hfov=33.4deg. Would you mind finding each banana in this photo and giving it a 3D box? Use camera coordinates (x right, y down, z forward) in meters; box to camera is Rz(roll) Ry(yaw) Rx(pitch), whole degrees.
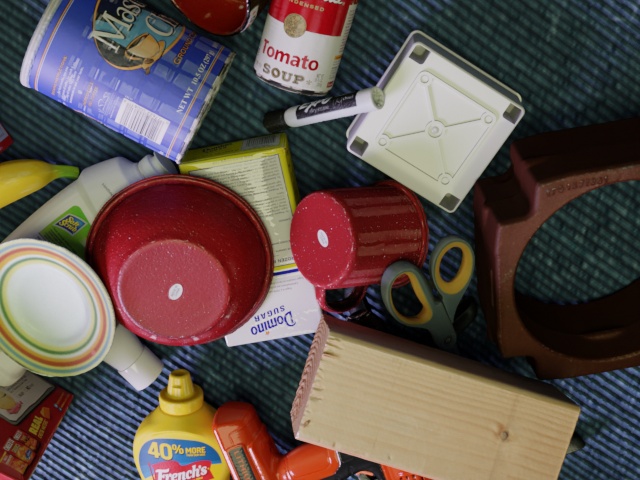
[{"bbox_3d":[-0.306,-0.021,0.934,0.198,0.037,0.069,-29,139,16],"label":"banana"}]

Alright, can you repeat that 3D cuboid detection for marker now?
[{"bbox_3d":[-0.001,-0.106,0.873,0.121,0.020,0.020,-7,114,40],"label":"marker"}]

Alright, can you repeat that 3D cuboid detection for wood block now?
[{"bbox_3d":[0.088,0.137,0.860,0.206,0.090,0.091,18,93,-5],"label":"wood block"}]

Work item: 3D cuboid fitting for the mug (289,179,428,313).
[{"bbox_3d":[0.026,0.007,0.889,0.081,0.093,0.117,-5,121,-41],"label":"mug"}]

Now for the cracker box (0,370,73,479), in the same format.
[{"bbox_3d":[-0.345,0.148,0.946,0.213,0.164,0.072,30,108,-8],"label":"cracker box"}]

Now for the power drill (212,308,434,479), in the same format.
[{"bbox_3d":[0.001,0.163,0.955,0.188,0.057,0.184,-16,102,20],"label":"power drill"}]

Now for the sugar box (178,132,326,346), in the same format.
[{"bbox_3d":[-0.056,0.001,0.934,0.093,0.048,0.176,-9,114,6],"label":"sugar box"}]

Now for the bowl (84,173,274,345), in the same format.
[{"bbox_3d":[-0.120,0.029,0.888,0.162,0.055,0.162,0,114,-1],"label":"bowl"}]

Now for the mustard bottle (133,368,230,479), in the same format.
[{"bbox_3d":[-0.128,0.210,1.012,0.096,0.058,0.192,2,111,8],"label":"mustard bottle"}]

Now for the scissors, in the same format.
[{"bbox_3d":[0.117,0.066,0.919,0.096,0.016,0.201,-46,134,-1],"label":"scissors"}]

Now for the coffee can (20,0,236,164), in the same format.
[{"bbox_3d":[-0.153,-0.138,0.855,0.140,0.102,0.103,27,110,-7],"label":"coffee can"}]

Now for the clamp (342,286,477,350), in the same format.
[{"bbox_3d":[0.077,0.112,0.972,0.120,0.039,0.171,5,115,7],"label":"clamp"}]

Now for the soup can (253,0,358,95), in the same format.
[{"bbox_3d":[-0.010,-0.175,0.850,0.068,0.068,0.102,16,112,-3],"label":"soup can"}]

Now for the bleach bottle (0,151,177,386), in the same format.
[{"bbox_3d":[-0.220,0.016,0.942,0.251,0.068,0.102,-39,106,14],"label":"bleach bottle"}]
